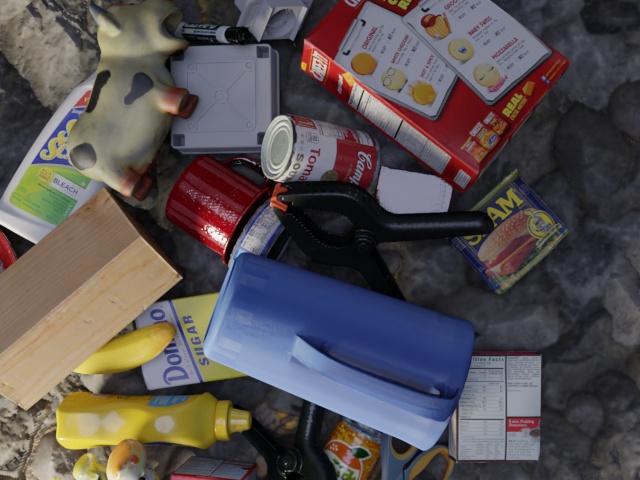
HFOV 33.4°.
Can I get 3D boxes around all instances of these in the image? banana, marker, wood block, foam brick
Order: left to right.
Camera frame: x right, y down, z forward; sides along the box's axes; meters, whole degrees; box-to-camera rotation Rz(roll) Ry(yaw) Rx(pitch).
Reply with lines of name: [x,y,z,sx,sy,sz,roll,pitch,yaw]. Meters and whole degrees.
wood block: [-0.255,0.059,1.071,0.206,0.090,0.091,-41,52,-3]
banana: [-0.237,0.106,1.114,0.198,0.037,0.069,8,101,27]
marker: [-0.111,-0.214,1.100,0.121,0.020,0.020,16,91,48]
foam brick: [0.096,-0.044,1.093,0.078,0.053,0.051,10,90,8]

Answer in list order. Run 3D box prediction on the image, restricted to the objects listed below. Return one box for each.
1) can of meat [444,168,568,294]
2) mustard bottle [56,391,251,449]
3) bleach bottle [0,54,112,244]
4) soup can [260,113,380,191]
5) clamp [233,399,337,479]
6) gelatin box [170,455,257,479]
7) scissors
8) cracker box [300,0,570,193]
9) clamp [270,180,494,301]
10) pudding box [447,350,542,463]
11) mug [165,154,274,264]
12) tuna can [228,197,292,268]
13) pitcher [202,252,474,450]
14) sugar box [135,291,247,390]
can of meat: [0.187,-0.008,1.080,0.102,0.057,0.084,-42,87,5]
mustard bottle: [-0.167,0.185,1.100,0.191,0.096,0.058,-1,85,7]
bleach bottle: [-0.248,-0.114,1.132,0.102,0.068,0.251,28,90,5]
soup can: [0.000,-0.085,1.074,0.102,0.069,0.068,10,90,-30]
clamp: [-0.019,0.215,1.074,0.120,0.039,0.171,-39,61,25]
gelatin box: [-0.109,0.248,1.095,0.073,0.089,0.030,5,91,7]
scissors: [0.055,0.240,1.047,0.201,0.016,0.096,-23,86,-37]
cracker box: [0.112,-0.174,1.062,0.214,0.072,0.164,38,71,7]
clamp: [0.053,-0.008,1.047,0.210,0.036,0.165,31,123,-12]
pudding box: [0.177,0.168,1.081,0.090,0.039,0.113,1,87,-4]
mug: [-0.099,-0.044,1.106,0.081,0.093,0.117,32,62,11]
tuna can: [-0.057,0.001,1.094,0.034,0.086,0.086,31,93,9]
pitcher: [0.016,0.102,1.014,0.242,0.149,0.145,20,55,-6]
sugar box: [-0.102,0.099,1.119,0.176,0.048,0.093,-10,88,6]
